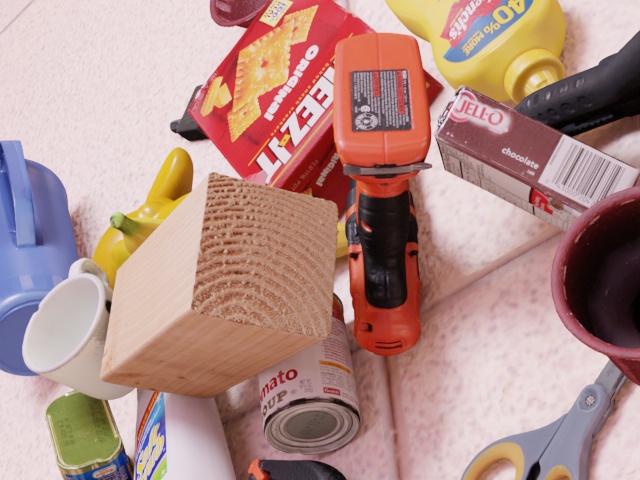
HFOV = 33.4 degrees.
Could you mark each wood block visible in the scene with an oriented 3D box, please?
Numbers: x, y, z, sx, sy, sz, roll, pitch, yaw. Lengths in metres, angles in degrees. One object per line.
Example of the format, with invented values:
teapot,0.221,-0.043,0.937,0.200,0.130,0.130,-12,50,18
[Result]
wood block,-0.074,0.040,0.718,0.206,0.090,0.091,144,135,-59

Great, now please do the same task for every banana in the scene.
banana,-0.065,0.002,0.812,0.070,0.197,0.037,165,105,-71

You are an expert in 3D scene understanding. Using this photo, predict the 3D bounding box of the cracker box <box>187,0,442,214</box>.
cracker box,-0.016,-0.122,0.917,0.164,0.072,0.214,-51,36,8

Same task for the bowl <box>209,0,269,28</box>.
bowl,-0.038,-0.269,1.071,0.162,0.055,0.162,-31,43,33

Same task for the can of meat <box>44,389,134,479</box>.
can of meat,-0.181,0.179,0.859,0.057,0.084,0.102,-19,34,-14

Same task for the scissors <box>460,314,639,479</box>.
scissors,0.139,0.096,0.610,0.096,0.016,0.201,8,70,53

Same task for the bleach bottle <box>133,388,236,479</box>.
bleach bottle,-0.109,0.169,0.811,0.103,0.068,0.251,-63,26,24

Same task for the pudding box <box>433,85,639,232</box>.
pudding box,0.125,-0.042,0.626,0.113,0.090,0.039,30,88,13

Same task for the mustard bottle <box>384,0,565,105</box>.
mustard bottle,0.122,-0.156,0.775,0.096,0.058,0.192,-38,48,11

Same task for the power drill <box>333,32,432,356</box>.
power drill,0.041,-0.043,0.709,0.057,0.187,0.184,-5,51,2

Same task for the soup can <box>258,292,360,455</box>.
soup can,-0.011,0.091,0.750,0.069,0.068,0.102,-36,41,27

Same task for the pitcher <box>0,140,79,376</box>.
pitcher,-0.313,0.018,1.114,0.145,0.149,0.243,-39,41,6
